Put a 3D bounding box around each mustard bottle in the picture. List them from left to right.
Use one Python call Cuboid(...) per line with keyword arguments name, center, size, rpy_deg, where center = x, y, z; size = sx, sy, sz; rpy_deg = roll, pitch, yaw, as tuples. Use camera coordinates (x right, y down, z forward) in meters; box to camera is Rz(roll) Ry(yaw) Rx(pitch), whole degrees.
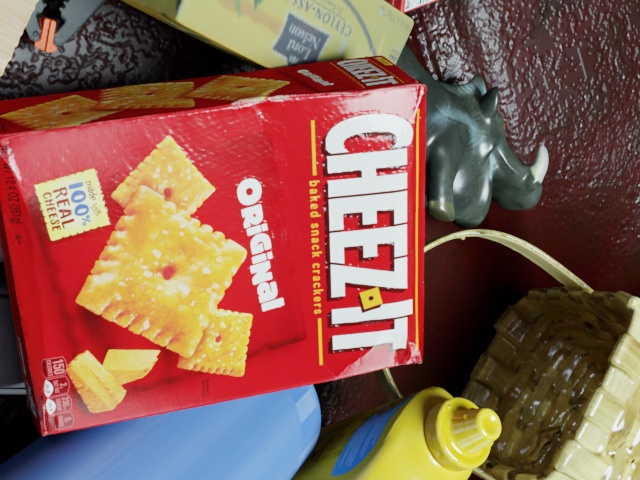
Cuboid(name="mustard bottle", center=(0.040, 0.135, 0.659), size=(0.058, 0.192, 0.096), rpy_deg=(54, 48, -3))

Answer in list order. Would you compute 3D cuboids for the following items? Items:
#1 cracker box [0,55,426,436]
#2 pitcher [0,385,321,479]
Cuboid(name="cracker box", center=(-0.054, 0.001, 0.554), size=(0.213, 0.072, 0.164), rpy_deg=(-9, 115, -15))
Cuboid(name="pitcher", center=(-0.109, 0.150, 0.595), size=(0.242, 0.149, 0.145), rpy_deg=(-39, 131, -49))
